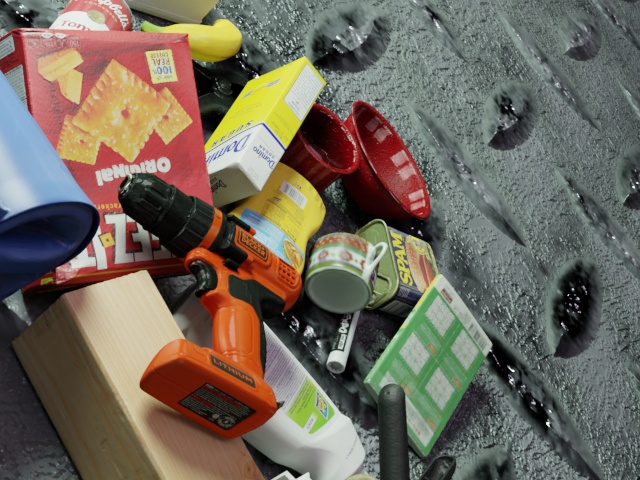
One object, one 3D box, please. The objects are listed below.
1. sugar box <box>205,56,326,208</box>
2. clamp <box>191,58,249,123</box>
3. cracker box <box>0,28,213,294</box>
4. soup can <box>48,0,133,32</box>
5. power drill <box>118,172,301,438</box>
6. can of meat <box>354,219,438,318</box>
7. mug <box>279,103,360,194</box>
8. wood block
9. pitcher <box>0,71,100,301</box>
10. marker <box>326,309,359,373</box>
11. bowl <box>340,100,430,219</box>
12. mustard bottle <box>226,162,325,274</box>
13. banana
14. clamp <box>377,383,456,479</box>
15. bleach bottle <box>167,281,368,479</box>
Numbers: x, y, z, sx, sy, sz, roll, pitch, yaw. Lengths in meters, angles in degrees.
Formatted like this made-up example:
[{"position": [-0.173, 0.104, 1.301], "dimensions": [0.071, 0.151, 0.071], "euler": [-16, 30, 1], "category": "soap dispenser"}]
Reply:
[{"position": [-0.069, -0.110, 1.094], "dimensions": [0.048, 0.094, 0.176], "euler": [51, 45, -23], "category": "sugar box"}, {"position": [-0.123, -0.168, 1.169], "dimensions": [0.171, 0.039, 0.120], "euler": [3, 62, -50], "category": "clamp"}, {"position": [-0.180, -0.070, 0.912], "dimensions": [0.163, 0.072, 0.214], "euler": [-6, 86, -40], "category": "cracker box"}, {"position": [-0.232, -0.196, 1.047], "dimensions": [0.068, 0.069, 0.102], "euler": [38, 38, -18], "category": "soup can"}, {"position": [-0.091, 0.047, 0.840], "dimensions": [0.184, 0.057, 0.187], "euler": [34, 36, -27], "category": "power drill"}, {"position": [0.088, 0.037, 1.203], "dimensions": [0.083, 0.058, 0.102], "euler": [21, 46, -39], "category": "can of meat"}, {"position": [-0.020, -0.101, 1.183], "dimensions": [0.093, 0.082, 0.117], "euler": [7, 55, -44], "category": "mug"}, {"position": [-0.141, 0.139, 0.834], "dimensions": [0.090, 0.090, 0.206], "euler": [-18, 74, -53], "category": "wood block"}, {"position": [-0.276, -0.081, 0.775], "dimensions": [0.144, 0.149, 0.243], "euler": [-15, 66, -50], "category": "pitcher"}, {"position": [0.028, 0.091, 1.121], "dimensions": [0.020, 0.020, 0.121], "euler": [40, 37, -16], "category": "marker"}, {"position": [0.064, -0.083, 1.265], "dimensions": [0.162, 0.055, 0.162], "euler": [46, 26, -31], "category": "bowl"}, {"position": [-0.057, 0.002, 1.073], "dimensions": [0.096, 0.058, 0.191], "euler": [41, 37, -16], "category": "mustard bottle"}, {"position": [-0.123, -0.225, 1.174], "dimensions": [0.069, 0.037, 0.197], "euler": [40, 19, 8], "category": "banana"}, {"position": [0.070, 0.246, 0.971], "dimensions": [0.164, 0.036, 0.209], "euler": [59, 39, -39], "category": "clamp"}, {"position": [-0.044, 0.148, 0.957], "dimensions": [0.251, 0.068, 0.102], "euler": [48, 38, -9], "category": "bleach bottle"}]
